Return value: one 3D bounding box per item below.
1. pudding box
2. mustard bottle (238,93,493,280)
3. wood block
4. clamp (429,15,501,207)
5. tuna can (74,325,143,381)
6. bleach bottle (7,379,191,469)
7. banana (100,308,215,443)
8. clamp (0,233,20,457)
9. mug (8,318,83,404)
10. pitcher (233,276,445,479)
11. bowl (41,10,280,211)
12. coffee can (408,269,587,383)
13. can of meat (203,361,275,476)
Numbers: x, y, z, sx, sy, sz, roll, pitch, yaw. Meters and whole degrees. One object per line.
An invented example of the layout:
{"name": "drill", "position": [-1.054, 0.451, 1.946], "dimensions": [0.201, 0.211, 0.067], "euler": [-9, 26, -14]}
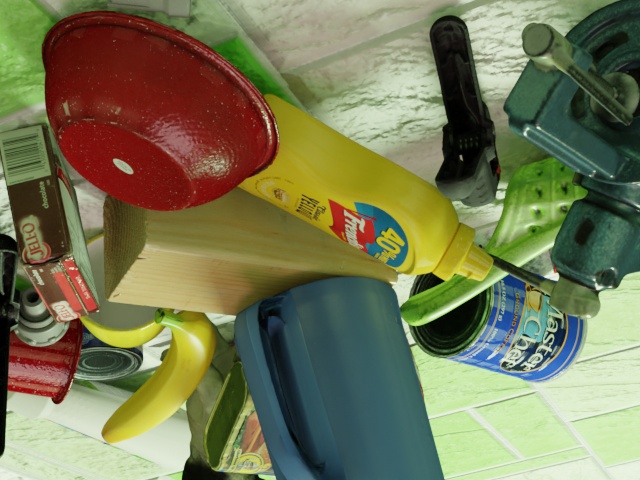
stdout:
{"name": "pudding box", "position": [-0.189, -0.011, 0.746], "dimensions": [0.039, 0.113, 0.090], "euler": [-14, 151, -6]}
{"name": "mustard bottle", "position": [0.032, -0.026, 0.738], "dimensions": [0.191, 0.058, 0.096], "euler": [29, 157, 1]}
{"name": "wood block", "position": [-0.055, 0.002, 0.828], "dimensions": [0.205, 0.090, 0.091], "euler": [9, 146, -28]}
{"name": "clamp", "position": [0.101, -0.061, 0.731], "dimensions": [0.039, 0.120, 0.171], "euler": [0, 158, 20]}
{"name": "tuna can", "position": [-0.214, 0.106, 1.034], "dimensions": [0.086, 0.034, 0.086], "euler": [-6, 151, -3]}
{"name": "bleach bottle", "position": [-0.248, 0.170, 1.103], "dimensions": [0.250, 0.068, 0.103], "euler": [30, 168, -40]}
{"name": "banana", "position": [-0.131, 0.111, 0.897], "dimensions": [0.069, 0.037, 0.198], "euler": [5, 138, -24]}
{"name": "clamp", "position": [-0.244, 0.044, 0.800], "dimensions": [0.036, 0.210, 0.165], "euler": [5, 111, -18]}
{"name": "mug", "position": [-0.269, 0.099, 0.954], "dimensions": [0.081, 0.093, 0.117], "euler": [14, 148, -26]}
{"name": "pitcher", "position": [0.018, 0.154, 0.774], "dimensions": [0.149, 0.243, 0.145], "euler": [-6, 148, -17]}
{"name": "bowl", "position": [-0.109, -0.066, 0.662], "dimensions": [0.162, 0.055, 0.162], "euler": [17, 152, 9]}
{"name": "coffee can", "position": [0.165, 0.071, 0.994], "dimensions": [0.140, 0.103, 0.103], "euler": [18, 142, -38]}
{"name": "can of meat", "position": [-0.044, 0.153, 0.908], "dimensions": [0.083, 0.057, 0.102], "euler": [11, 117, -25]}
